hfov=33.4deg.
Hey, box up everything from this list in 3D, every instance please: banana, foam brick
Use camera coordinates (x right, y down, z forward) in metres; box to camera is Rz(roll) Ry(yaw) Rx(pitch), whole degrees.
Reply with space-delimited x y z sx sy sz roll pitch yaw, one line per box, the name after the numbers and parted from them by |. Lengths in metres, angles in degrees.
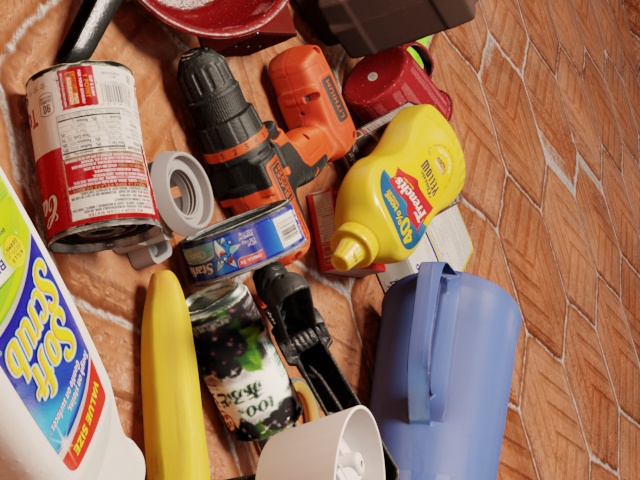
-0.088 0.107 0.653 0.198 0.037 0.070 -106 -155 -47 | banana
-0.063 -0.185 0.882 0.078 0.053 0.051 -22 95 -63 | foam brick

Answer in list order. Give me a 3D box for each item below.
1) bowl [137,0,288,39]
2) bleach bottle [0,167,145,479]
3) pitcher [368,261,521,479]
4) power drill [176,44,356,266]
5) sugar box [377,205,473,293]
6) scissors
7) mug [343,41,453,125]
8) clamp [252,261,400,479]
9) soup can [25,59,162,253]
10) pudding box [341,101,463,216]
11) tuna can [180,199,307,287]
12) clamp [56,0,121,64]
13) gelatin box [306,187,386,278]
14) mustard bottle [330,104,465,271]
-0.096 -0.222 0.792 0.161 0.055 0.162 4 82 -31 | bowl
-0.155 0.062 0.555 0.250 0.068 0.102 63 28 -26 | bleach bottle
0.100 0.147 0.935 0.149 0.145 0.242 31 46 -18 | pitcher
-0.040 -0.095 0.876 0.184 0.057 0.187 68 29 -21 | power drill
0.110 0.014 1.123 0.093 0.048 0.176 66 31 -16 | sugar box
0.001 0.193 0.839 0.201 0.016 0.096 63 28 -22 | scissors
0.082 -0.155 1.101 0.081 0.093 0.117 45 66 -38 | mug
-0.007 0.077 0.744 0.164 0.036 0.210 65 -7 -14 | clamp
-0.137 -0.049 0.643 0.068 0.069 0.102 8 69 -62 | soup can
0.077 -0.067 1.049 0.113 0.090 0.039 63 -6 -19 | pudding box
-0.055 0.001 0.757 0.086 0.086 0.034 -36 106 -62 | tuna can
-0.133 -0.191 0.710 0.171 0.039 0.120 -27 112 -34 | clamp
0.026 -0.006 0.983 0.089 0.030 0.073 11 67 -61 | gelatin box
0.062 -0.035 0.946 0.191 0.058 0.096 -49 125 -41 | mustard bottle
